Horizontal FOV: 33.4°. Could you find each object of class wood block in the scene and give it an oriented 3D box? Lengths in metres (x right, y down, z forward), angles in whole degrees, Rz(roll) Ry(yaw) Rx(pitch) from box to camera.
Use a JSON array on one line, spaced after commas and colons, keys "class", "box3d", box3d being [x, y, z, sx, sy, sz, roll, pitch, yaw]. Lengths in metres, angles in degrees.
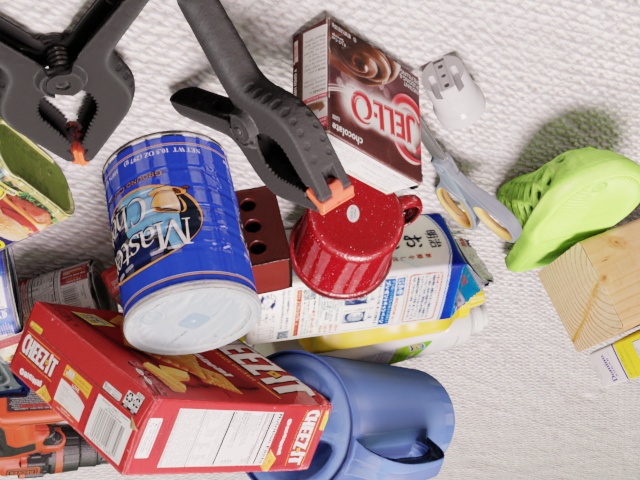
[{"class": "wood block", "box3d": [0.331, 0.023, 1.032, 0.205, 0.090, 0.091, -20, 167, -21]}]

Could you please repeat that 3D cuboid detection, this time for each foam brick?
[{"class": "foam brick", "box3d": [-0.056, 0.001, 0.903, 0.053, 0.078, 0.051, -12, 148, -7]}]

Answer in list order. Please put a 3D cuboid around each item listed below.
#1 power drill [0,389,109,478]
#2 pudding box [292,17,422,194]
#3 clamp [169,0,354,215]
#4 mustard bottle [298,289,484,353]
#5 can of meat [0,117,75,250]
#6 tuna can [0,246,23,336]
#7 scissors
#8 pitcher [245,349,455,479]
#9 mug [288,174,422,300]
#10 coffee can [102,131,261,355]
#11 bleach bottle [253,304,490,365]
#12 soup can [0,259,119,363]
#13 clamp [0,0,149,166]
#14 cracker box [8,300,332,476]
[{"class": "power drill", "box3d": [-0.294, 0.205, 1.157, 0.184, 0.057, 0.188, -2, 147, -20]}, {"class": "pudding box", "box3d": [0.028, -0.093, 0.765, 0.039, 0.090, 0.113, -19, 152, 38]}, {"class": "clamp", "box3d": [-0.043, -0.089, 0.696, 0.039, 0.172, 0.120, -39, 152, -23]}, {"class": "mustard bottle", "box3d": [0.072, 0.067, 1.059, 0.191, 0.058, 0.096, -7, -166, -14]}, {"class": "can of meat", "box3d": [-0.242, -0.036, 0.782, 0.084, 0.057, 0.102, -24, 149, 11]}, {"class": "tuna can", "box3d": [-0.264, 0.036, 0.863, 0.033, 0.086, 0.086, -10, 149, -12]}, {"class": "scissors", "box3d": [0.120, -0.053, 0.894, 0.016, 0.096, 0.201, -53, 152, -11]}, {"class": "pitcher", "box3d": [0.042, 0.182, 1.040, 0.145, 0.149, 0.242, -30, 158, 27]}, {"class": "mug", "box3d": [0.034, -0.010, 0.899, 0.117, 0.093, 0.081, -19, 162, -16]}, {"class": "coffee can", "box3d": [-0.108, 0.003, 0.819, 0.102, 0.140, 0.103, -11, 150, -7]}, {"class": "bleach bottle", "box3d": [0.060, 0.107, 1.145, 0.250, 0.068, 0.103, -9, 160, -16]}, {"class": "soup can", "box3d": [-0.236, 0.062, 0.935, 0.102, 0.068, 0.068, -17, 150, 3]}, {"class": "clamp", "box3d": [-0.162, -0.120, 0.695, 0.164, 0.036, 0.210, -12, 152, -3]}, {"class": "cracker box", "box3d": [-0.118, 0.120, 0.878, 0.213, 0.164, 0.072, 13, 104, -51]}]
